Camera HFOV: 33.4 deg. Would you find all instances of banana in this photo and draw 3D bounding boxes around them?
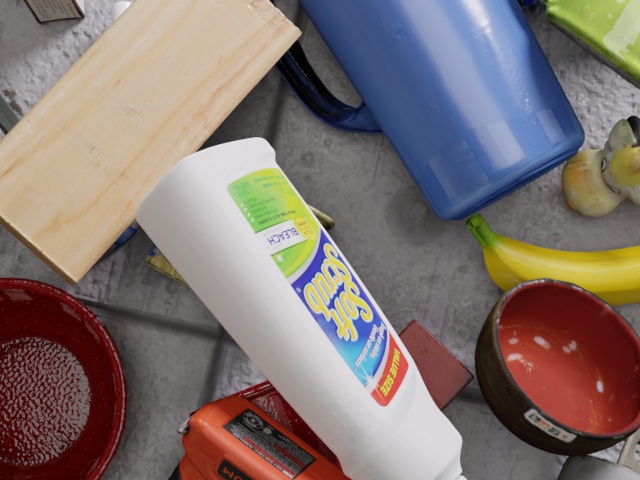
[{"bbox_3d":[0.193,0.015,0.694,0.198,0.070,0.037,-2,49,1],"label":"banana"}]

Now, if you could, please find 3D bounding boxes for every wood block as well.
[{"bbox_3d":[-0.119,-0.078,0.671,0.090,0.091,0.206,43,78,-10],"label":"wood block"}]

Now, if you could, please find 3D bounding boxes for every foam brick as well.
[{"bbox_3d":[0.059,0.087,0.683,0.051,0.078,0.053,45,87,6],"label":"foam brick"}]

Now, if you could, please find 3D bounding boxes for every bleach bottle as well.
[{"bbox_3d":[0.004,0.057,0.616,0.068,0.102,0.251,-44,79,29],"label":"bleach bottle"}]

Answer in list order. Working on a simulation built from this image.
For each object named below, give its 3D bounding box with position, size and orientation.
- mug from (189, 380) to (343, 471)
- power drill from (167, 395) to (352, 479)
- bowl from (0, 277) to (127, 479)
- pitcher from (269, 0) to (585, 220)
[{"bbox_3d":[-0.016,0.128,0.683,0.117,0.093,0.081,-19,86,-29],"label":"mug"},{"bbox_3d":[-0.054,0.200,0.621,0.184,0.057,0.188,35,109,11],"label":"power drill"},{"bbox_3d":[-0.202,0.107,0.707,0.162,0.055,0.162,-1,82,3],"label":"bowl"},{"bbox_3d":[0.059,-0.134,0.698,0.145,0.149,0.243,-27,84,-16],"label":"pitcher"}]
